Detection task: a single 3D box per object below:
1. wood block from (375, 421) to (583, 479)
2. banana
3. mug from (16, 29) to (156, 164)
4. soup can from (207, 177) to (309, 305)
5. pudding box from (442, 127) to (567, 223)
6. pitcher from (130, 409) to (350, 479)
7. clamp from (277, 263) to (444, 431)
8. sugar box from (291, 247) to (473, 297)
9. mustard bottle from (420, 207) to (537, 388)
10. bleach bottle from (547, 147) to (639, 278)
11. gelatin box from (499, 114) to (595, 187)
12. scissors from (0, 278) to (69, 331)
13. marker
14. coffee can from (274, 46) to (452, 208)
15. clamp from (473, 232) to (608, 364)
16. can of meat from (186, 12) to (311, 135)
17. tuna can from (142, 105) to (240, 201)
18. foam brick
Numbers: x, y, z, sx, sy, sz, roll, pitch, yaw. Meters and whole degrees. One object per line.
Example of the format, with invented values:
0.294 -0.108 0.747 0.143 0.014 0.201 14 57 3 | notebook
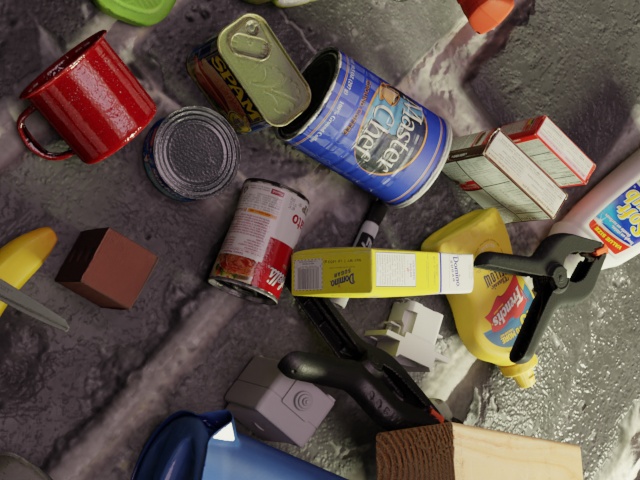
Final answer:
0.153 0.230 0.997 0.205 0.091 0.090 18 63 -43 | wood block
-0.275 0.076 0.879 0.069 0.037 0.198 17 72 -17 | banana
-0.204 -0.113 0.914 0.117 0.093 0.081 -36 111 6 | mug
-0.056 0.001 0.991 0.068 0.069 0.102 25 75 -25 | soup can
0.189 -0.065 1.118 0.113 0.090 0.039 38 70 -21 | pudding box
-0.049 0.258 0.954 0.242 0.149 0.145 26 57 -28 | pitcher
0.035 0.124 0.990 0.210 0.164 0.036 43 112 -15 | clamp
0.062 0.032 1.007 0.175 0.094 0.048 7 82 -51 | sugar box
0.181 0.069 1.123 0.096 0.058 0.191 -31 102 -32 | mustard bottle
0.338 -0.017 1.215 0.250 0.068 0.102 -38 104 -23 | bleach bottle
0.243 -0.094 1.159 0.089 0.073 0.030 39 70 -21 | gelatin box
-0.290 0.002 0.865 0.201 0.016 0.096 17 69 -12 | scissors
0.039 0.011 1.071 0.020 0.020 0.121 32 72 -23 | marker
0.042 -0.108 1.033 0.140 0.103 0.102 29 73 -24 | coffee can
0.229 0.034 1.102 0.171 0.039 0.120 -38 110 -31 | clamp
-0.069 -0.150 0.985 0.057 0.084 0.102 -42 106 -24 | can of meat
-0.119 -0.079 0.982 0.086 0.034 0.086 2 86 -29 | tuna can
-0.184 0.025 0.914 0.051 0.078 0.053 34 71 -24 | foam brick
